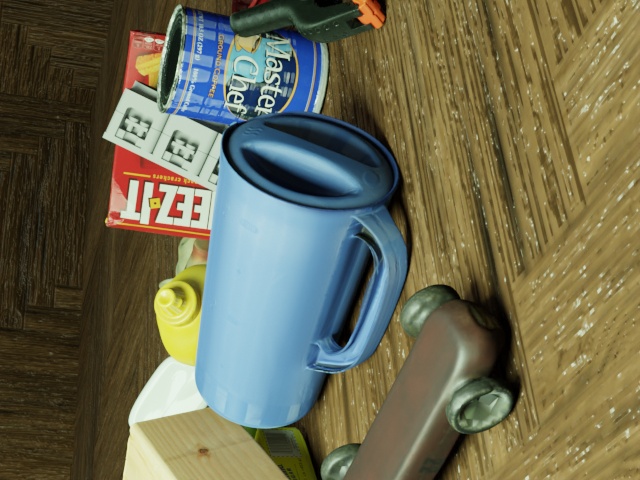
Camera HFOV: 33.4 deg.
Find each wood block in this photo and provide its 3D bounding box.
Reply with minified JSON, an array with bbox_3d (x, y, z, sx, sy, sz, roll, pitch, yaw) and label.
[{"bbox_3d":[-0.067,0.225,0.818,0.206,0.090,0.090,40,127,45],"label":"wood block"}]

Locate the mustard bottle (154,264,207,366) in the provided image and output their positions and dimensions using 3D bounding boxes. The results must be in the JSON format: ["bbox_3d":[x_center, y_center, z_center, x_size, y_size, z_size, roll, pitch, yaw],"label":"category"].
[{"bbox_3d":[-0.108,0.074,1.017,0.191,0.058,0.096,41,-117,-67],"label":"mustard bottle"}]

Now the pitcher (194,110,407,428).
[{"bbox_3d":[-0.024,0.035,0.832,0.149,0.145,0.243,-86,9,-54],"label":"pitcher"}]

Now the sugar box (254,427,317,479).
[{"bbox_3d":[-0.047,0.258,0.934,0.093,0.048,0.176,-113,35,-52],"label":"sugar box"}]

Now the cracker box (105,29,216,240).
[{"bbox_3d":[-0.138,-0.111,1.161,0.072,0.164,0.214,-140,58,-81],"label":"cracker box"}]

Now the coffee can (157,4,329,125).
[{"bbox_3d":[-0.075,-0.158,1.012,0.103,0.140,0.103,-171,90,-72],"label":"coffee can"}]

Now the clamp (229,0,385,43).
[{"bbox_3d":[0.001,-0.218,0.908,0.172,0.039,0.120,21,82,46],"label":"clamp"}]

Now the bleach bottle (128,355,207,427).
[{"bbox_3d":[-0.161,0.174,1.253,0.102,0.068,0.251,-55,1,0],"label":"bleach bottle"}]
